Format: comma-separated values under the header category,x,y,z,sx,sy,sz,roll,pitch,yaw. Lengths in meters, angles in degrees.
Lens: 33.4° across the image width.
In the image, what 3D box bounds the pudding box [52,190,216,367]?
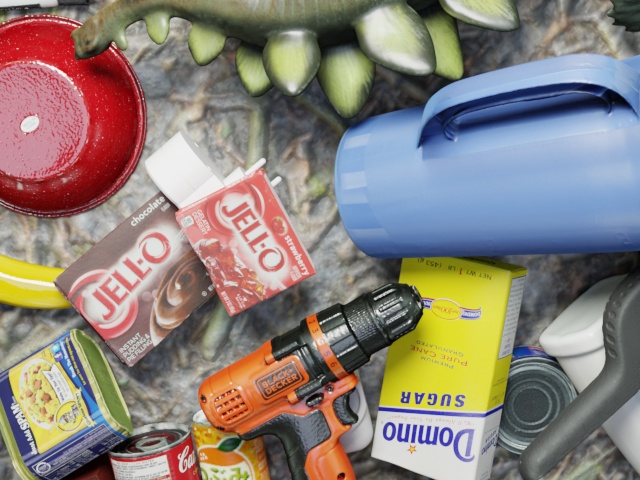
category,x,y,z,sx,sy,sz,roll,pitch,yaw
pudding box,-0.139,0.030,0.839,0.113,0.039,0.090,-42,98,-14

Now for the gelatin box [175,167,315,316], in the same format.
category,x,y,z,sx,sy,sz,roll,pitch,yaw
gelatin box,-0.055,0.001,0.798,0.073,0.030,0.089,-27,99,4

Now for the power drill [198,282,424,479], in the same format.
category,x,y,z,sx,sy,sz,roll,pitch,yaw
power drill,0.027,0.143,0.802,0.184,0.057,0.187,-29,95,8

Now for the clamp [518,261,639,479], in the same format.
category,x,y,z,sx,sy,sz,roll,pitch,yaw
clamp,0.232,0.093,0.775,0.164,0.036,0.210,3,101,-15

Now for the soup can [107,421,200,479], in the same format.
category,x,y,z,sx,sy,sz,roll,pitch,yaw
soup can,-0.129,0.207,0.866,0.068,0.068,0.102,-10,99,1

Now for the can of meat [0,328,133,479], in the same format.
category,x,y,z,sx,sy,sz,roll,pitch,yaw
can of meat,-0.205,0.131,0.844,0.084,0.057,0.102,-32,62,2

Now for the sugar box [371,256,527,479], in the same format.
category,x,y,z,sx,sy,sz,roll,pitch,yaw
sugar box,0.100,0.098,0.844,0.093,0.048,0.176,12,97,30

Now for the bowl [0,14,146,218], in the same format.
category,x,y,z,sx,sy,sz,roll,pitch,yaw
bowl,-0.218,-0.094,0.825,0.162,0.055,0.162,0,100,0

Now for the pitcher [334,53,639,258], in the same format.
category,x,y,z,sx,sy,sz,roll,pitch,yaw
pitcher,0.130,-0.055,0.749,0.243,0.144,0.149,-6,106,31

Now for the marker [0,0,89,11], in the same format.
category,x,y,z,sx,sy,sz,roll,pitch,yaw
marker,-0.236,-0.188,0.828,0.121,0.020,0.020,-4,99,0

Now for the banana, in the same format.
category,x,y,z,sx,sy,sz,roll,pitch,yaw
banana,-0.271,0.008,0.850,0.197,0.037,0.070,36,97,-5

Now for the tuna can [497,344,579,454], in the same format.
category,x,y,z,sx,sy,sz,roll,pitch,yaw
tuna can,0.170,0.131,0.872,0.086,0.034,0.086,0,99,0
